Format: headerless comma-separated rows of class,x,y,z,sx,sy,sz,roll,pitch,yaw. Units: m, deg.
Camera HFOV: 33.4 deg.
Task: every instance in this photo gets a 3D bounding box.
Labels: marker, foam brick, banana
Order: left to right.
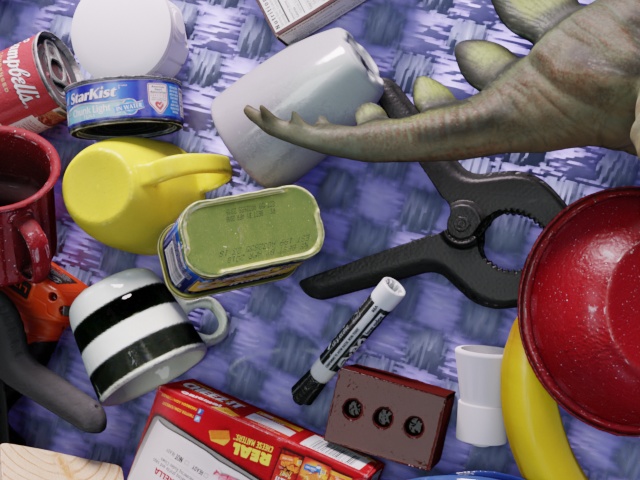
marker,0.017,0.074,0.747,0.020,0.020,0.121,44,117,13
foam brick,0.048,0.120,0.736,0.078,0.051,0.053,13,91,16
banana,0.163,0.143,0.698,0.069,0.037,0.198,-35,95,-1

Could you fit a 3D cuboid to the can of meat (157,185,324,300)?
can of meat,-0.055,0.001,0.733,0.102,0.084,0.057,-12,83,-18

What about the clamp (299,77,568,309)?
clamp,0.092,-0.002,0.736,0.210,0.036,0.164,26,95,19

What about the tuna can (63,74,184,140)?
tuna can,-0.143,-0.096,0.783,0.086,0.086,0.034,-6,87,15

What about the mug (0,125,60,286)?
mug,-0.222,-0.015,0.752,0.117,0.093,0.081,41,142,30

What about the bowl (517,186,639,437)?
bowl,0.207,0.043,0.660,0.162,0.055,0.162,1,85,-10

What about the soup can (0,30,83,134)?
soup can,-0.240,-0.110,0.820,0.102,0.068,0.068,-21,82,15

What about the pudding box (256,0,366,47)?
pudding box,-0.001,-0.208,0.772,0.114,0.039,0.090,-29,81,15

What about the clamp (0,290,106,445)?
clamp,-0.224,0.091,0.763,0.120,0.039,0.171,-26,88,17

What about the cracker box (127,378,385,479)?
cracker box,-0.066,0.227,0.754,0.164,0.072,0.214,20,94,17

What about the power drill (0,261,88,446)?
power drill,-0.275,0.087,0.828,0.184,0.057,0.188,31,99,11
